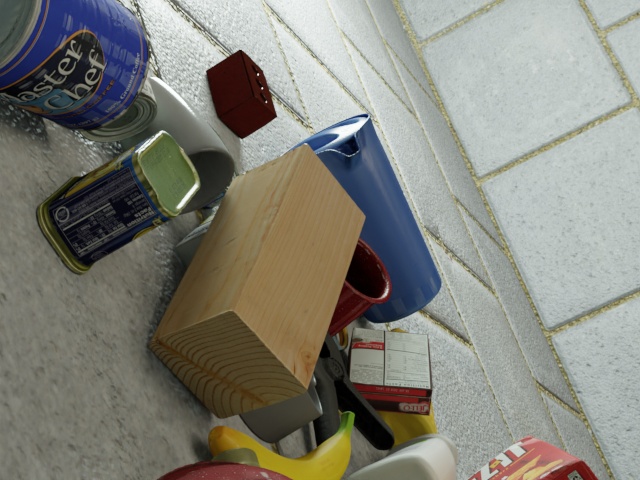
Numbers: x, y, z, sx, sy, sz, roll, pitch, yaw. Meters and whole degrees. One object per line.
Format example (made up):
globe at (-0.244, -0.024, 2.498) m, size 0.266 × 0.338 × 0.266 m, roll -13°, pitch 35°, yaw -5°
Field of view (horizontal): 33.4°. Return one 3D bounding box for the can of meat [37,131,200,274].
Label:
can of meat at (-0.140, -0.031, 0.760) m, size 0.057 × 0.084 × 0.102 m, roll 58°, pitch 15°, yaw -13°

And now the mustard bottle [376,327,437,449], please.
mustard bottle at (0.095, 0.163, 1.247) m, size 0.096 × 0.058 × 0.191 m, roll 54°, pitch 17°, yaw -25°

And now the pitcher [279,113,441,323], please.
pitcher at (0.049, -0.025, 1.321) m, size 0.243 × 0.145 × 0.149 m, roll 62°, pitch 27°, yaw -14°

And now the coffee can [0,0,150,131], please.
coffee can at (-0.196, -0.141, 0.732) m, size 0.103 × 0.103 × 0.140 m, roll 67°, pitch 16°, yaw 17°

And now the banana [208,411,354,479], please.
banana at (-0.027, 0.176, 0.842) m, size 0.197 × 0.037 × 0.069 m, roll 10°, pitch 66°, yaw -60°

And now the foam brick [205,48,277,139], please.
foam brick at (-0.091, -0.168, 1.224) m, size 0.053 × 0.051 × 0.078 m, roll 40°, pitch 27°, yaw -53°

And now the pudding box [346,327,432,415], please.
pudding box at (0.073, 0.140, 1.148) m, size 0.113 × 0.090 × 0.039 m, roll -82°, pitch 178°, yaw -61°

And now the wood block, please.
wood block at (-0.044, 0.028, 0.849) m, size 0.090 × 0.090 × 0.206 m, roll 50°, pitch 36°, yaw -25°

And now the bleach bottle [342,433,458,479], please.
bleach bottle at (0.094, 0.228, 1.044) m, size 0.068 × 0.103 × 0.250 m, roll 69°, pitch 16°, yaw 7°

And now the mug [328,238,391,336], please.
mug at (0.011, 0.039, 1.104) m, size 0.093 × 0.082 × 0.117 m, roll 30°, pitch 34°, yaw -30°

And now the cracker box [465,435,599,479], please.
cracker box at (0.160, 0.252, 0.946) m, size 0.072 × 0.164 × 0.214 m, roll 55°, pitch -3°, yaw 4°

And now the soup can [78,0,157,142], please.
soup can at (-0.177, -0.139, 0.862) m, size 0.068 × 0.069 × 0.102 m, roll 32°, pitch 34°, yaw -62°

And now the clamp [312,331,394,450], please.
clamp at (0.011, 0.137, 1.031) m, size 0.120 × 0.039 × 0.171 m, roll 26°, pitch 37°, yaw -56°
